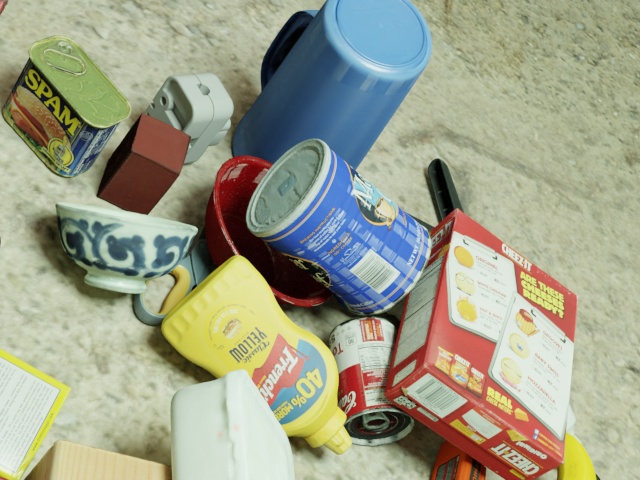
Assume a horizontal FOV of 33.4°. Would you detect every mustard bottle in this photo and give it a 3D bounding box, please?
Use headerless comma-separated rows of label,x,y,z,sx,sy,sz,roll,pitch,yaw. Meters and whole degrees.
mustard bottle,-0.042,0.112,0.923,0.096,0.058,0.191,-43,97,-5

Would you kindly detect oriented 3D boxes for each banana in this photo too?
banana,0.214,0.241,0.977,0.070,0.037,0.197,19,36,14

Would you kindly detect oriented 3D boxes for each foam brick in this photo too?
foam brick,-0.163,-0.068,0.986,0.051,0.078,0.053,28,43,-20

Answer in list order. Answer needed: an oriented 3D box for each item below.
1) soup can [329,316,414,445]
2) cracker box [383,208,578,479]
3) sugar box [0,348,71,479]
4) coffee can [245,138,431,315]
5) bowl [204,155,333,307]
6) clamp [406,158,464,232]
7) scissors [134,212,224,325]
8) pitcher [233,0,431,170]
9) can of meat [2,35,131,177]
soup can,0.046,0.130,0.994,0.068,0.069,0.102,16,47,-28
cracker box,0.156,0.098,1.006,0.164,0.072,0.213,35,41,-15
sugar box,-0.281,0.106,0.771,0.176,0.048,0.093,31,43,-9
coffee can,0.017,-0.011,0.973,0.140,0.103,0.102,38,39,-27
bowl,-0.057,0.001,1.015,0.162,0.055,0.162,34,38,-32
clamp,0.157,0.001,1.215,0.210,0.036,0.164,46,41,0
scissors,-0.101,0.027,1.004,0.096,0.016,0.201,44,41,-2
pitcher,0.007,-0.149,1.052,0.149,0.243,0.144,33,56,-5
can of meat,-0.233,-0.119,0.968,0.102,0.084,0.057,48,41,5
